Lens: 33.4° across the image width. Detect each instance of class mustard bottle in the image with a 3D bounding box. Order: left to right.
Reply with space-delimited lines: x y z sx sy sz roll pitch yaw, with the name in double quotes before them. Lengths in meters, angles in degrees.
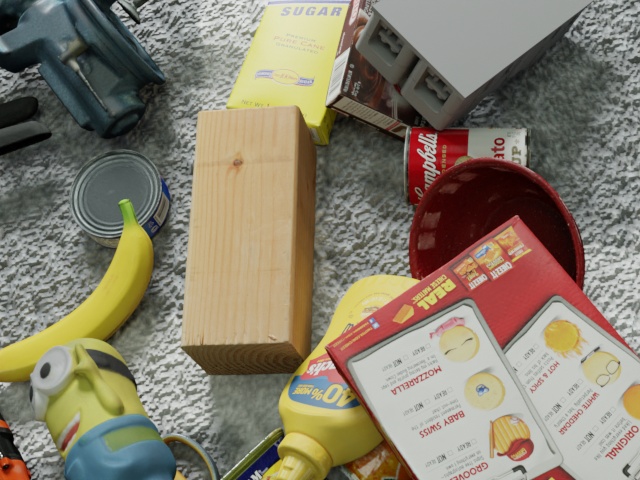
"mustard bottle" 0.023 0.111 0.811 0.096 0.058 0.191 6 47 38

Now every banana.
"banana" -0.204 0.059 0.912 0.069 0.037 0.198 41 87 4

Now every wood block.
"wood block" -0.056 0.001 0.889 0.091 0.090 0.206 -2 68 10

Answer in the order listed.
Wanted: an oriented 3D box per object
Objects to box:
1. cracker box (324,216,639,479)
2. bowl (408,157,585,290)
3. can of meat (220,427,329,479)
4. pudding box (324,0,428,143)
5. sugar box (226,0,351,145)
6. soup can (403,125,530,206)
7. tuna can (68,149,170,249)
"cracker box" 0.129 0.116 0.708 0.164 0.072 0.214 -34 65 -5
"bowl" 0.148 0.013 0.841 0.162 0.055 0.162 10 104 42
"can of meat" -0.037 0.208 0.806 0.084 0.057 0.102 41 63 16
"pudding box" 0.059 -0.154 0.939 0.090 0.039 0.113 21 71 -20
"sugar box" -0.013 -0.178 0.980 0.093 0.048 0.176 13 72 14
"soup can" 0.124 -0.062 0.895 0.102 0.068 0.068 2 68 10
"tuna can" -0.179 -0.036 0.955 0.086 0.033 0.086 -4 67 8
